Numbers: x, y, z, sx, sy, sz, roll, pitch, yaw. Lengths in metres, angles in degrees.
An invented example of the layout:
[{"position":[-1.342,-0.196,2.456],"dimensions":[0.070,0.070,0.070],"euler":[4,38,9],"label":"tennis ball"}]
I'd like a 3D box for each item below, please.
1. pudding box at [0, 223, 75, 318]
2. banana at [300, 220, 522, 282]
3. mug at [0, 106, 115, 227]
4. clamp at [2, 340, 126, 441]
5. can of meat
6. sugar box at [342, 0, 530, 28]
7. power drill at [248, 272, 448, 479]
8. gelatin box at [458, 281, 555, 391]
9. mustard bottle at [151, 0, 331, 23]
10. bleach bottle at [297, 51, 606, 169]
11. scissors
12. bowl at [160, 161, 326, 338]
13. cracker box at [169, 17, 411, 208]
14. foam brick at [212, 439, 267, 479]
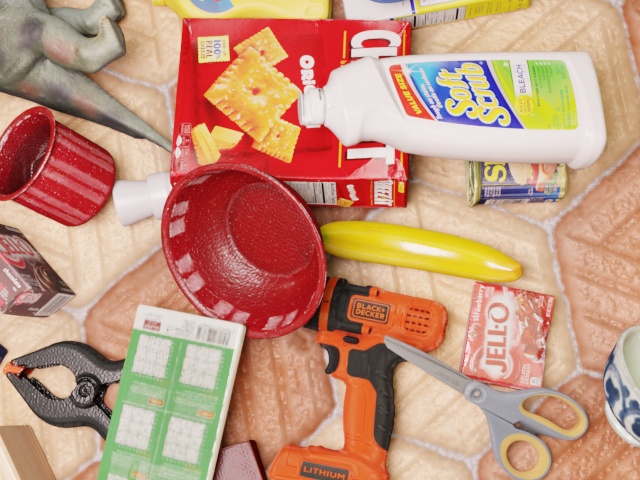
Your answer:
[{"position":[-0.278,0.025,0.957],"dimensions":[0.039,0.113,0.090],"euler":[-42,81,-1],"label":"pudding box"},{"position":[0.080,0.011,0.962],"dimensions":[0.198,0.069,0.037],"euler":[8,110,0],"label":"banana"},{"position":[-0.247,-0.070,0.980],"dimensions":[0.093,0.081,0.117],"euler":[-47,45,12],"label":"mug"},{"position":[-0.201,0.129,0.973],"dimensions":[0.171,0.039,0.120],"euler":[24,78,6],"label":"clamp"},{"position":[0.177,-0.083,0.976],"dimensions":[0.084,0.057,0.102],"euler":[-1,81,0],"label":"can of meat"},{"position":[0.105,-0.254,1.016],"dimensions":[0.176,0.048,0.093],"euler":[-9,78,5],"label":"sugar box"},{"position":[0.009,0.126,0.950],"dimensions":[0.184,0.057,0.187],"euler":[10,82,13],"label":"power drill"},{"position":[0.167,0.087,0.960],"dimensions":[0.073,0.030,0.089],"euler":[10,81,5],"label":"gelatin box"},{"position":[-0.085,-0.245,1.019],"dimensions":[0.191,0.058,0.096],"euler":[0,75,4],"label":"mustard bottle"},{"position":[0.107,-0.108,0.903],"dimensions":[0.250,0.068,0.102],"euler":[-3,73,-8],"label":"bleach bottle"},{"position":[0.135,0.151,0.926],"dimensions":[0.201,0.016,0.096],"euler":[15,100,-11],"label":"scissors"},{"position":[-0.056,0.001,0.916],"dimensions":[0.162,0.055,0.162],"euler":[13,118,24],"label":"bowl"},{"position":[-0.025,-0.118,0.975],"dimensions":[0.214,0.072,0.164],"euler":[1,70,4],"label":"cracker box"},{"position":[-0.088,0.213,0.945],"dimensions":[0.078,0.051,0.053],"euler":[-19,79,0],"label":"foam brick"}]
